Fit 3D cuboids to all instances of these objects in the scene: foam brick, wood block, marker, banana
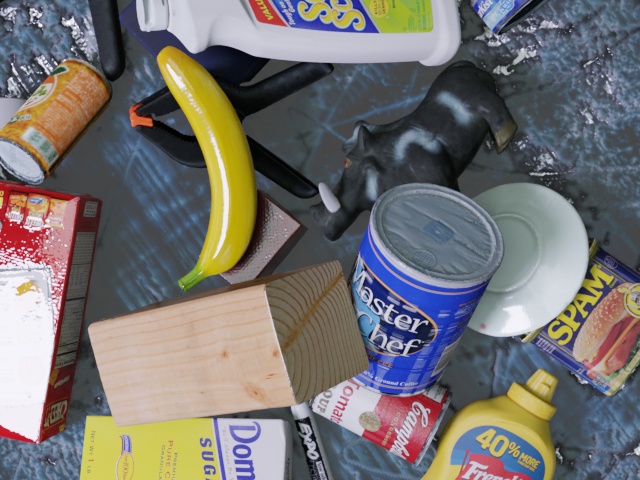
[{"bbox_3d":[-0.056,0.001,0.909,0.053,0.051,0.078,41,94,7],"label":"foam brick"},{"bbox_3d":[-0.077,0.083,0.840,0.207,0.090,0.090,-15,92,41],"label":"wood block"},{"bbox_3d":[-0.009,0.169,0.917,0.020,0.020,0.121,-17,87,7],"label":"marker"},{"bbox_3d":[-0.086,-0.057,0.851,0.069,0.037,0.198,-9,102,-22],"label":"banana"}]

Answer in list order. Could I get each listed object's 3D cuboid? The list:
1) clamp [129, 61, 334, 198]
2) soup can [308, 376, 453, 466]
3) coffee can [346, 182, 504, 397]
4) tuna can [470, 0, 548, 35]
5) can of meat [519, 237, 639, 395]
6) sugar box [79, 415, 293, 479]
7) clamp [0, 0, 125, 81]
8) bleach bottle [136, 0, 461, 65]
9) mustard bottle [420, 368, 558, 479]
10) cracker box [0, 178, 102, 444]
[{"bbox_3d":[-0.071,-0.088,0.891,0.171,0.039,0.120,-5,104,-6],"label":"clamp"},{"bbox_3d":[0.050,0.133,0.885,0.102,0.068,0.068,27,93,8],"label":"soup can"},{"bbox_3d":[0.071,0.040,0.832,0.103,0.102,0.140,25,134,7],"label":"coffee can"},{"bbox_3d":[0.165,-0.205,0.862,0.086,0.086,0.034,-37,87,6],"label":"tuna can"},{"bbox_3d":[0.226,0.063,0.868,0.084,0.057,0.102,35,94,4],"label":"can of meat"},{"bbox_3d":[-0.114,0.198,0.908,0.176,0.048,0.093,-2,72,10],"label":"sugar box"},{"bbox_3d":[-0.221,-0.261,0.941,0.164,0.036,0.210,18,93,10],"label":"clamp"},{"bbox_3d":[-0.018,-0.182,0.848,0.250,0.068,0.102,-8,87,-18],"label":"bleach bottle"},{"bbox_3d":[0.137,0.190,0.877,0.096,0.058,0.191,32,93,-3],"label":"mustard bottle"},{"bbox_3d":[-0.290,0.053,0.931,0.164,0.072,0.214,10,92,9],"label":"cracker box"}]
